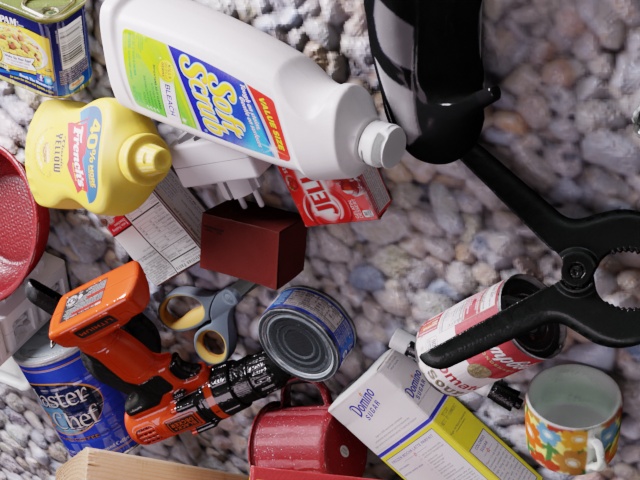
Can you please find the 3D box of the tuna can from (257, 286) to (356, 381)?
[{"bbox_3d":[-0.013,0.085,0.957,0.086,0.033,0.086,19,133,22],"label":"tuna can"}]

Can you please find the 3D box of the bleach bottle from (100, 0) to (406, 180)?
[{"bbox_3d":[-0.048,-0.110,0.768,0.251,0.068,0.102,24,133,32],"label":"bleach bottle"}]

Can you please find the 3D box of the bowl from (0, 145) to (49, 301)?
[{"bbox_3d":[-0.318,-0.019,1.043,0.162,0.055,0.162,2,95,29],"label":"bowl"}]

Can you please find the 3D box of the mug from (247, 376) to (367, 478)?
[{"bbox_3d":[-0.010,0.185,1.008,0.082,0.093,0.117,-8,82,33],"label":"mug"}]

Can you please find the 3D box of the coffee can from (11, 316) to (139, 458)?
[{"bbox_3d":[-0.247,0.150,1.123,0.103,0.102,0.140,0,124,35],"label":"coffee can"}]

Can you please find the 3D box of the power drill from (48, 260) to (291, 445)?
[{"bbox_3d":[-0.143,0.106,0.990,0.185,0.057,0.187,-26,123,19],"label":"power drill"}]

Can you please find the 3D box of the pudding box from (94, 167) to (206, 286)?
[{"bbox_3d":[-0.150,-0.021,0.965,0.090,0.039,0.113,-28,107,43],"label":"pudding box"}]

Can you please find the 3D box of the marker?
[{"bbox_3d":[0.115,0.109,0.899,0.121,0.020,0.020,28,135,14],"label":"marker"}]

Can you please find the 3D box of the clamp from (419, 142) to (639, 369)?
[{"bbox_3d":[0.174,0.012,0.740,0.210,0.036,0.164,1,89,17],"label":"clamp"}]

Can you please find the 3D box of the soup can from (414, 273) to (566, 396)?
[{"bbox_3d":[0.129,0.075,0.826,0.068,0.068,0.102,48,137,-7],"label":"soup can"}]

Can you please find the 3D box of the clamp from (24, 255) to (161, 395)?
[{"bbox_3d":[-0.213,0.085,1.037,0.120,0.039,0.171,-11,116,-8],"label":"clamp"}]

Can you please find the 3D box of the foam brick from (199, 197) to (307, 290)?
[{"bbox_3d":[-0.056,0.001,0.899,0.078,0.051,0.053,16,114,25],"label":"foam brick"}]

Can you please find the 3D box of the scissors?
[{"bbox_3d":[-0.077,0.068,1.000,0.202,0.016,0.096,-15,112,42],"label":"scissors"}]

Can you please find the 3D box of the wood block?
[{"bbox_3d":[-0.167,0.286,1.111,0.205,0.091,0.090,18,145,-29],"label":"wood block"}]

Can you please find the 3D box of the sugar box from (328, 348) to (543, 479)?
[{"bbox_3d":[0.100,0.180,0.948,0.176,0.048,0.093,44,137,1],"label":"sugar box"}]

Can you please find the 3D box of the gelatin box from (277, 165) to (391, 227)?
[{"bbox_3d":[0.006,-0.055,0.834,0.073,0.030,0.089,-5,121,37],"label":"gelatin box"}]

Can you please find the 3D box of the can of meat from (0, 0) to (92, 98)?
[{"bbox_3d":[-0.241,-0.174,0.891,0.102,0.057,0.084,23,136,19],"label":"can of meat"}]

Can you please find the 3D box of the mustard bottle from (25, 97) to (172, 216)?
[{"bbox_3d":[-0.180,-0.069,0.884,0.192,0.058,0.096,8,93,50],"label":"mustard bottle"}]
